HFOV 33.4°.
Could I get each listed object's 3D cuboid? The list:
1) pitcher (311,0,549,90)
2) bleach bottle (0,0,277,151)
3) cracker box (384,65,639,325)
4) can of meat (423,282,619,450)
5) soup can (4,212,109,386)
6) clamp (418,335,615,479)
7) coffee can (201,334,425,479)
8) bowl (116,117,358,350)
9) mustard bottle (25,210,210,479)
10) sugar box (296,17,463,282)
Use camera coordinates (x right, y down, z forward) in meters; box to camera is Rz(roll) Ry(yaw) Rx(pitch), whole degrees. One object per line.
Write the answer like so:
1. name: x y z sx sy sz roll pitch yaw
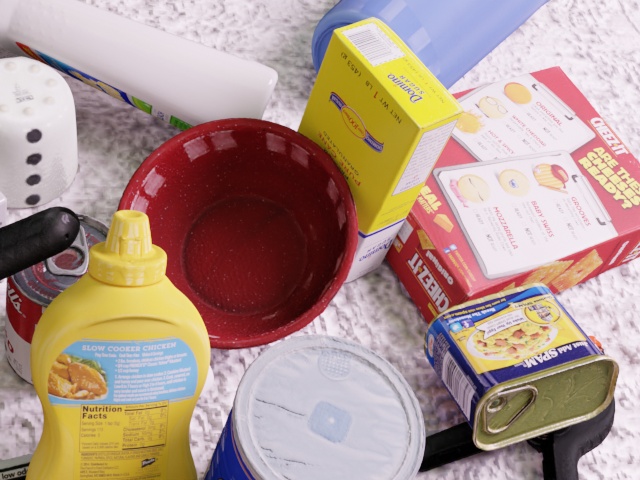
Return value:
1. pitcher: 0.093 -0.202 0.904 0.145 0.149 0.242 46 56 -2
2. bleach bottle: -0.158 -0.138 0.769 0.250 0.102 0.068 22 89 -6
3. cracker box: 0.140 -0.035 0.820 0.213 0.072 0.164 -18 62 -29
4. can of meat: 0.128 0.080 0.703 0.102 0.057 0.084 -15 41 -15
5. soup can: -0.157 0.039 0.650 0.068 0.102 0.068 9 53 -12
6. clamp: 0.156 0.134 0.719 0.120 0.039 0.171 43 58 16
7. coffee can: -0.012 0.132 0.603 0.102 0.140 0.103 9 53 -12
8. bowl: -0.055 0.001 0.721 0.162 0.055 0.162 -1 71 2
9. mustard bottle: -0.110 0.077 0.585 0.096 0.192 0.058 1 19 -19
10. sugar box: 0.025 -0.056 0.730 0.048 0.176 0.093 -23 64 -33
